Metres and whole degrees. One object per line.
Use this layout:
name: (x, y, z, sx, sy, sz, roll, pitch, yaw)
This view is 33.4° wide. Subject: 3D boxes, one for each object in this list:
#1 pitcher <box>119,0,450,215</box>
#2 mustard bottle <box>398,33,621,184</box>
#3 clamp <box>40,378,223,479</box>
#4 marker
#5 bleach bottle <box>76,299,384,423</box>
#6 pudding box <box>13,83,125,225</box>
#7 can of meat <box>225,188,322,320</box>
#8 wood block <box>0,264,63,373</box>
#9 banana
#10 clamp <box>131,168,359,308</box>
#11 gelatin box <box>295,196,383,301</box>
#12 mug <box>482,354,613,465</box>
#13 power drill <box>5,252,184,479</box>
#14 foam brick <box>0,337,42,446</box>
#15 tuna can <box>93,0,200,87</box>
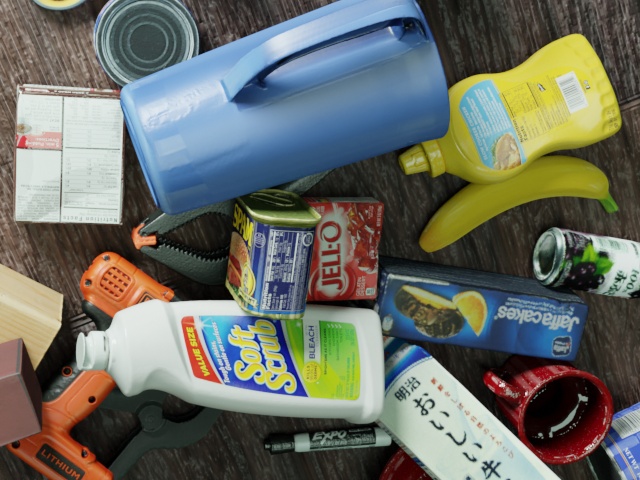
pitcher: (-0.029, -0.111, 0.836, 0.242, 0.145, 0.149, -20, 120, -9)
mustard bottle: (0.158, -0.102, 0.935, 0.191, 0.058, 0.096, -23, 90, -4)
clamp: (-0.161, 0.148, 0.950, 0.171, 0.039, 0.120, -28, 108, -11)
marker: (0.006, 0.188, 1.006, 0.121, 0.020, 0.020, -3, 106, -11)
bleach bottle: (-0.072, 0.100, 0.872, 0.250, 0.068, 0.102, 3, 80, -25)
pudding box: (-0.206, -0.070, 0.880, 0.090, 0.039, 0.113, 2, 107, -13)
can of meat: (-0.041, 0.009, 0.864, 0.057, 0.102, 0.084, 3, 105, -17)
wood block: (-0.323, 0.047, 0.860, 0.206, 0.090, 0.091, 30, 96, -18)
banana: (0.182, -0.039, 0.971, 0.197, 0.037, 0.069, -11, 105, -9)
clamp: (-0.056, 0.001, 0.932, 0.209, 0.036, 0.164, -10, 106, -13)
gelatin box: (0.013, 0.008, 0.920, 0.073, 0.030, 0.089, -1, 105, -20)
mug: (0.204, 0.148, 1.004, 0.117, 0.081, 0.093, 19, 100, -16)
power drill: (-0.161, 0.130, 0.903, 0.184, 0.057, 0.187, 37, 74, -8)
foam brick: (-0.243, 0.116, 0.807, 0.051, 0.078, 0.053, -18, 108, -10)
tuna can: (-0.141, -0.163, 0.870, 0.086, 0.034, 0.086, -3, 106, -11)
